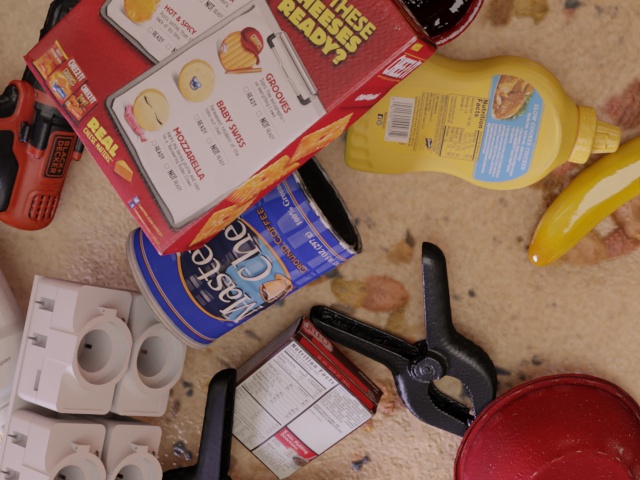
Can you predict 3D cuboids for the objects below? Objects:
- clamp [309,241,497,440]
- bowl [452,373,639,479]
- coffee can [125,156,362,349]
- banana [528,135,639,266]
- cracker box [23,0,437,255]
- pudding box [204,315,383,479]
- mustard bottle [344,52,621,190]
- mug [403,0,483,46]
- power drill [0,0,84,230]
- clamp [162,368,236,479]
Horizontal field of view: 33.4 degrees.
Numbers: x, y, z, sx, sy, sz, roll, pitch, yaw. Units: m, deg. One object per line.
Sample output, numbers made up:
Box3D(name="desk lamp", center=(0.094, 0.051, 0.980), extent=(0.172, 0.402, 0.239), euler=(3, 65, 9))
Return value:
Box3D(name="clamp", center=(0.087, 0.082, 0.819), extent=(0.171, 0.039, 0.120), euler=(43, 123, -12))
Box3D(name="bowl", center=(0.187, 0.185, 0.818), extent=(0.162, 0.055, 0.162), euler=(-3, 113, -7))
Box3D(name="coffee can", center=(-0.055, 0.001, 0.777), extent=(0.140, 0.102, 0.103), euler=(-32, 102, 12))
Box3D(name="banana", center=(0.237, -0.043, 0.775), extent=(0.198, 0.037, 0.069), euler=(-21, 103, 10))
Box3D(name="cracker box", center=(-0.059, -0.118, 0.681), extent=(0.214, 0.072, 0.164), euler=(-38, 82, 17))
Box3D(name="pudding box", center=(-0.021, 0.125, 0.833), extent=(0.090, 0.039, 0.114), euler=(45, 117, -8))
Box3D(name="mustard bottle", center=(0.117, -0.085, 0.760), extent=(0.191, 0.058, 0.096), euler=(9, 115, 2))
Box3D(name="mug", center=(0.053, -0.183, 0.725), extent=(0.117, 0.081, 0.093), euler=(13, 107, 0))
Box3D(name="power drill", center=(-0.240, -0.093, 0.732), extent=(0.057, 0.187, 0.184), euler=(30, 110, 37))
Box3D(name="clamp", center=(-0.069, 0.212, 0.849), extent=(0.164, 0.036, 0.210), euler=(40, 121, -3))
